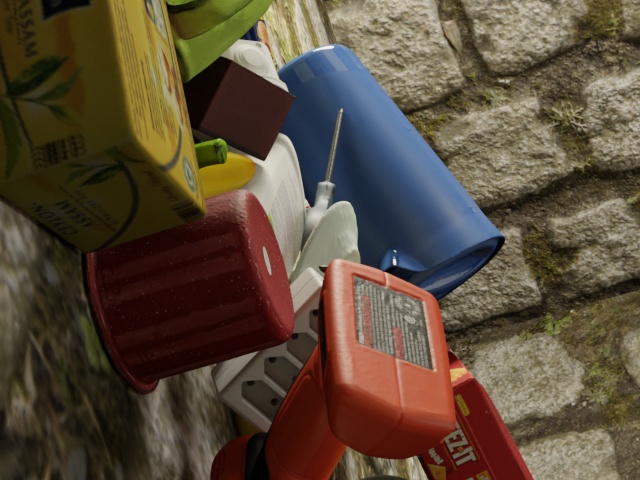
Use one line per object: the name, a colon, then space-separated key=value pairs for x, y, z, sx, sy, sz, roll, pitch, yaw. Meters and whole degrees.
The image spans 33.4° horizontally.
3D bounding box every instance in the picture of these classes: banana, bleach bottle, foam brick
banana: x=-0.078 y=-0.036 z=0.616 sx=0.198 sy=0.069 sz=0.037 roll=-81 pitch=169 yaw=-86
bleach bottle: x=-0.055 y=0.001 z=0.721 sx=0.250 sy=0.068 sz=0.102 roll=-76 pitch=156 yaw=-72
foam brick: x=-0.067 y=-0.095 z=0.732 sx=0.078 sy=0.053 sz=0.051 roll=21 pitch=95 yaw=-55

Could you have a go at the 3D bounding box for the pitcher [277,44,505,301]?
pitcher: x=0.051 y=-0.054 z=0.969 sx=0.243 sy=0.145 sz=0.149 roll=57 pitch=-16 yaw=17

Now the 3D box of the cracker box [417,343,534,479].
cracker box: x=0.122 y=0.177 z=0.887 sx=0.164 sy=0.072 sz=0.213 roll=63 pitch=2 yaw=-3

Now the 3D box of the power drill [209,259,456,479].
power drill: x=-0.009 y=0.116 z=0.474 sx=0.188 sy=0.057 sz=0.184 roll=-60 pitch=-162 yaw=30

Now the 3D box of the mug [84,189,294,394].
mug: x=-0.062 y=0.021 z=0.554 sx=0.117 sy=0.081 sz=0.093 roll=-61 pitch=134 yaw=-79

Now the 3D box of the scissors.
scissors: x=0.002 y=-0.037 z=0.835 sx=0.096 sy=0.016 sz=0.201 roll=88 pitch=10 yaw=-68
